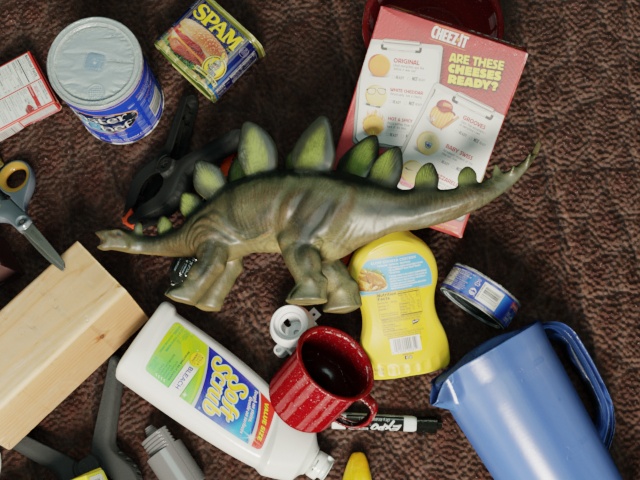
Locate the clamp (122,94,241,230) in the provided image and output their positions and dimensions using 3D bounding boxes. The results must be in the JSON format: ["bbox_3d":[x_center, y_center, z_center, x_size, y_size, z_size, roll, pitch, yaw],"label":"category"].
[{"bbox_3d":[-0.169,-0.089,1.219,0.171,0.039,0.120,-44,43,3],"label":"clamp"}]

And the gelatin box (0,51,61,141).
[{"bbox_3d":[-0.360,-0.168,1.254,0.089,0.030,0.073,-29,78,-4],"label":"gelatin box"}]

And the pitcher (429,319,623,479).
[{"bbox_3d":[0.238,0.210,1.118,0.149,0.144,0.243,-33,83,19],"label":"pitcher"}]

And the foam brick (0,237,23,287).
[{"bbox_3d":[-0.377,0.025,1.193,0.053,0.078,0.051,-31,80,-2],"label":"foam brick"}]

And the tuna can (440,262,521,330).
[{"bbox_3d":[0.174,0.062,1.163,0.086,0.086,0.033,34,83,7],"label":"tuna can"}]

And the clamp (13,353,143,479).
[{"bbox_3d":[-0.263,0.248,1.167,0.164,0.036,0.210,-22,75,-1],"label":"clamp"}]

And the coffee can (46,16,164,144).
[{"bbox_3d":[-0.237,-0.175,1.194,0.103,0.140,0.103,0,79,2],"label":"coffee can"}]

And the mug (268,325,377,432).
[{"bbox_3d":[0.007,0.158,1.134,0.117,0.082,0.093,35,39,-4],"label":"mug"}]

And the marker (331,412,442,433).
[{"bbox_3d":[0.073,0.201,1.174,0.121,0.020,0.020,2,79,2],"label":"marker"}]

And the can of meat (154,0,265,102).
[{"bbox_3d":[-0.130,-0.224,1.244,0.102,0.057,0.084,43,86,9],"label":"can of meat"}]

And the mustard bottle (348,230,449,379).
[{"bbox_3d":[0.080,0.050,1.159,0.096,0.058,0.191,-9,95,-2],"label":"mustard bottle"}]

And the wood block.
[{"bbox_3d":[-0.299,0.114,1.150,0.206,0.091,0.090,-44,66,-11],"label":"wood block"}]

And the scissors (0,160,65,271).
[{"bbox_3d":[-0.323,-0.035,1.192,0.202,0.016,0.096,22,65,33],"label":"scissors"}]

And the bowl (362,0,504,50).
[{"bbox_3d":[0.129,-0.240,1.238,0.162,0.055,0.162,0,79,2],"label":"bowl"}]

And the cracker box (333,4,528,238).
[{"bbox_3d":[0.115,-0.131,1.169,0.164,0.072,0.214,19,108,5],"label":"cracker box"}]

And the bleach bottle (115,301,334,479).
[{"bbox_3d":[-0.094,0.176,1.162,0.251,0.068,0.102,32,65,2],"label":"bleach bottle"}]
